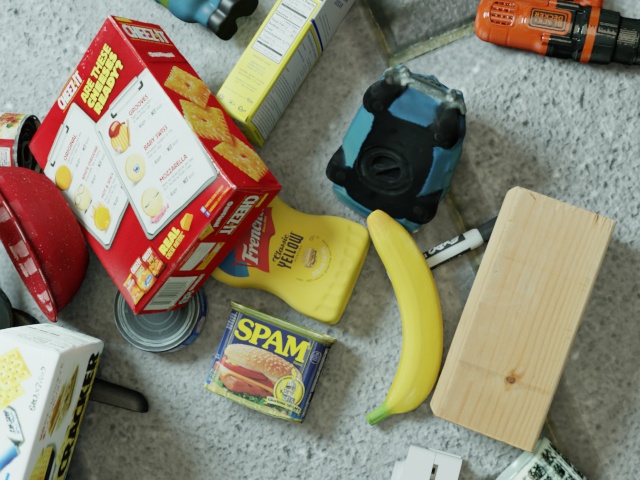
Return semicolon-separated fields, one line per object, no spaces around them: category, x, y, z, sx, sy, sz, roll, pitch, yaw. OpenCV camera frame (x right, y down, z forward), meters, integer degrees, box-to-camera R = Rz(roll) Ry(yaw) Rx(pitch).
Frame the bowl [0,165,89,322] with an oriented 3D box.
bowl;-0.257;-0.007;0.976;0.055;0.162;0.162;-28;80;-21

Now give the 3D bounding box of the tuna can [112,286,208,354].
tuna can;-0.151;0.064;1.005;0.086;0.033;0.086;-1;82;6

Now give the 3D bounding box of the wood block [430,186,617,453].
wood block;0.173;0.066;0.931;0.091;0.090;0.206;20;90;4

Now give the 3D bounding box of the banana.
banana;0.077;0.071;0.964;0.069;0.037;0.198;-1;94;-14

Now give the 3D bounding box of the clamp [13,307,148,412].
clamp;-0.289;0.142;1.008;0.210;0.036;0.164;44;88;6

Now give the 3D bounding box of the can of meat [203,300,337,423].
can of meat;-0.047;0.112;0.977;0.102;0.057;0.084;20;88;9

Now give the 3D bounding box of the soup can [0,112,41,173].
soup can;-0.327;-0.091;1.028;0.102;0.068;0.068;5;83;7

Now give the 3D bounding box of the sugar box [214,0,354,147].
sugar box;-0.032;-0.179;0.996;0.048;0.093;0.176;29;85;9

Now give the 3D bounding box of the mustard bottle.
mustard bottle;-0.057;0.001;0.991;0.192;0.058;0.096;21;84;9

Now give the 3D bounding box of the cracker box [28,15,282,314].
cracker box;-0.152;-0.067;0.953;0.164;0.071;0.214;-50;64;28

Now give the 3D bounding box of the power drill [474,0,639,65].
power drill;0.249;-0.258;0.994;0.184;0.057;0.187;11;84;8

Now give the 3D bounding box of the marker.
marker;0.119;0.010;0.991;0.121;0.020;0.020;-26;80;2
